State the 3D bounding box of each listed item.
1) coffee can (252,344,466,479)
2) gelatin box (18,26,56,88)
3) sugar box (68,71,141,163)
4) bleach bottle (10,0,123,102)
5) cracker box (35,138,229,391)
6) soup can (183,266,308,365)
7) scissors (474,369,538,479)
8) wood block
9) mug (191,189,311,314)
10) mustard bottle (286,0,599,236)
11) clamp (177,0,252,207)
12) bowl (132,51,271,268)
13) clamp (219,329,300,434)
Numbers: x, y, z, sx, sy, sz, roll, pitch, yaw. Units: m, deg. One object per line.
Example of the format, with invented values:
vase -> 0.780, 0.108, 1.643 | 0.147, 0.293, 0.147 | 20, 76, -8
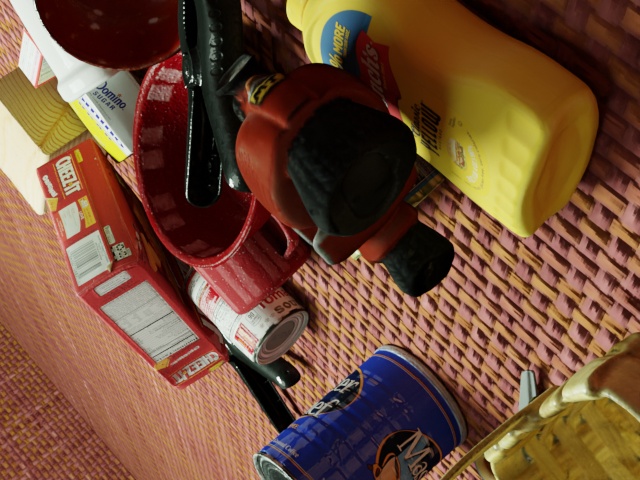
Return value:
coffee can -> 0.032, 0.165, 0.850 | 0.103, 0.140, 0.103 | 43, 157, 23
gelatin box -> -0.221, -0.174, 0.918 | 0.030, 0.073, 0.089 | 53, 159, -1
sugar box -> -0.184, -0.117, 0.929 | 0.093, 0.048, 0.176 | 53, 172, -9
bleach bottle -> -0.214, -0.232, 0.776 | 0.068, 0.102, 0.251 | -20, 109, 43
cracker box -> -0.179, 0.027, 1.040 | 0.164, 0.072, 0.213 | 62, -178, 36
soup can -> -0.069, 0.057, 0.982 | 0.102, 0.068, 0.068 | 42, 156, 23
scissors -> 0.137, 0.145, 0.778 | 0.096, 0.016, 0.201 | 27, 147, 47
wood block -> -0.281, -0.111, 1.113 | 0.090, 0.090, 0.206 | 51, 158, 1
mug -> -0.056, 0.001, 0.854 | 0.081, 0.093, 0.117 | 49, 140, -4
mustard bottle -> 0.047, -0.089, 0.538 | 0.192, 0.058, 0.096 | 42, 161, 26
clamp -> -0.070, -0.101, 0.681 | 0.120, 0.039, 0.171 | -25, 69, 61
bowl -> -0.072, -0.063, 0.768 | 0.162, 0.055, 0.162 | 14, 108, 49
clamp -> -0.090, 0.120, 1.163 | 0.210, 0.036, 0.164 | 43, 156, 27
